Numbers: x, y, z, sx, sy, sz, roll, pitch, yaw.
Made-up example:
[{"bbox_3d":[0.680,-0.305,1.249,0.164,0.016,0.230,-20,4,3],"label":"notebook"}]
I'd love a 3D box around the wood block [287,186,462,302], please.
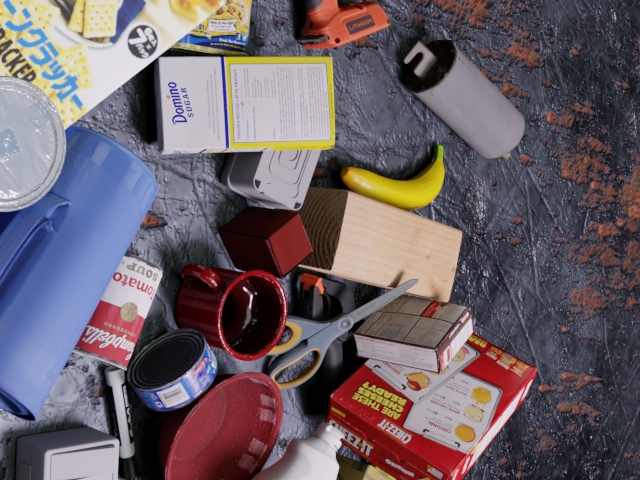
[{"bbox_3d":[0.061,0.006,1.234,0.205,0.091,0.090,16,84,-44],"label":"wood block"}]

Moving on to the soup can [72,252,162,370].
[{"bbox_3d":[-0.197,0.064,1.010,0.068,0.069,0.102,31,74,-42],"label":"soup can"}]

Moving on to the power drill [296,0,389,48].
[{"bbox_3d":[0.018,-0.316,1.172,0.184,0.057,0.187,-28,112,-34],"label":"power drill"}]

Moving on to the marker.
[{"bbox_3d":[-0.197,0.184,1.061,0.020,0.020,0.121,-18,108,-41],"label":"marker"}]

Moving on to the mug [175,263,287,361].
[{"bbox_3d":[-0.101,0.064,1.092,0.117,0.082,0.093,49,63,-37],"label":"mug"}]

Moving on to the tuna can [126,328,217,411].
[{"bbox_3d":[-0.146,0.128,1.056,0.086,0.086,0.033,-46,126,-30],"label":"tuna can"}]

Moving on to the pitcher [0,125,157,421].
[{"bbox_3d":[-0.242,0.019,0.913,0.145,0.149,0.242,45,62,-36],"label":"pitcher"}]

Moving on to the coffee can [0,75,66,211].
[{"bbox_3d":[-0.284,-0.080,0.854,0.102,0.141,0.103,-8,101,-43],"label":"coffee can"}]

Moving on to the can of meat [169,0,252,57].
[{"bbox_3d":[-0.115,-0.227,1.056,0.101,0.058,0.084,0,98,-43],"label":"can of meat"}]

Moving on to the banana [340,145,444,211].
[{"bbox_3d":[0.095,-0.067,1.291,0.197,0.037,0.069,-17,81,-49],"label":"banana"}]

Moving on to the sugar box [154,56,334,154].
[{"bbox_3d":[-0.075,-0.135,1.062,0.176,0.048,0.093,-2,89,-14],"label":"sugar box"}]

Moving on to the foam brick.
[{"bbox_3d":[-0.057,0.001,1.129,0.051,0.078,0.053,-41,124,-33],"label":"foam brick"}]

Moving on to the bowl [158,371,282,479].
[{"bbox_3d":[-0.114,0.198,1.103,0.161,0.055,0.162,-28,130,-38],"label":"bowl"}]

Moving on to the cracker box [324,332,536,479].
[{"bbox_3d":[0.130,0.187,1.253,0.213,0.164,0.072,-39,150,-42],"label":"cracker box"}]

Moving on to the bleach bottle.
[{"bbox_3d":[-0.062,0.295,1.122,0.250,0.068,0.102,-53,124,-18],"label":"bleach bottle"}]

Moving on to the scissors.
[{"bbox_3d":[0.008,0.084,1.185,0.202,0.016,0.096,-44,113,5],"label":"scissors"}]

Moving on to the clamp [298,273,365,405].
[{"bbox_3d":[0.014,0.112,1.241,0.171,0.039,0.120,52,56,-38],"label":"clamp"}]

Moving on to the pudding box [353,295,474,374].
[{"bbox_3d":[0.108,0.106,1.235,0.089,0.114,0.039,-44,130,-43],"label":"pudding box"}]
